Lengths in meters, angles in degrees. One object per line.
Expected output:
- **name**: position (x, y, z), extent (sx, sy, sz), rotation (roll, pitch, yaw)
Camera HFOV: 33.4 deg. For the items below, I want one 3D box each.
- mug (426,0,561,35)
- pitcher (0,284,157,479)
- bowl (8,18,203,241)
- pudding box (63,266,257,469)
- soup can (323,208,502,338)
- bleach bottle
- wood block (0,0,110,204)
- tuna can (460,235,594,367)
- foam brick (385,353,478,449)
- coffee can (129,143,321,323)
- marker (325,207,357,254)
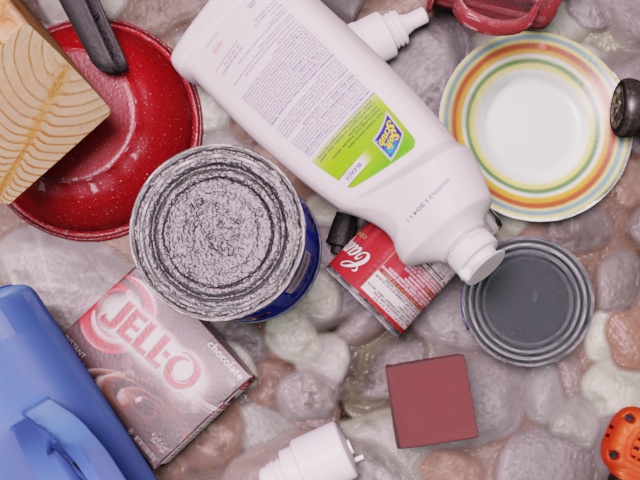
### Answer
- **mug**: position (0.119, -0.178, 0.698), extent (0.081, 0.093, 0.117), rotation (14, 53, 0)
- **pitcher**: position (-0.165, 0.150, 0.655), extent (0.149, 0.145, 0.243), rotation (-30, 89, 11)
- **bowl**: position (-0.165, -0.081, 0.733), extent (0.162, 0.055, 0.162), rotation (0, 86, 4)
- **pudding box**: position (-0.113, 0.082, 0.723), extent (0.090, 0.039, 0.113), rotation (-44, 83, 0)
- **soup can**: position (0.061, 0.005, 0.703), extent (0.068, 0.068, 0.102), rotation (44, 89, 6)
- **bleach bottle**: position (0.015, -0.065, 0.671), extent (0.103, 0.068, 0.251), rotation (-49, 66, 18)
- **wood block**: position (-0.231, -0.130, 0.678), extent (0.091, 0.090, 0.206), rotation (-42, 53, -1)
- **tuna can**: position (0.136, 0.041, 0.712), extent (0.086, 0.033, 0.086), rotation (0, 85, 4)
- **foam brick**: position (0.071, 0.102, 0.690), extent (0.051, 0.078, 0.053), rotation (-9, 85, 5)
- **coffee can**: position (-0.054, 0.001, 0.675), extent (0.103, 0.140, 0.103), rotation (0, 85, 4)
- **marker**: position (0.027, -0.049, 0.734), extent (0.020, 0.020, 0.121), rotation (15, 86, 5)
